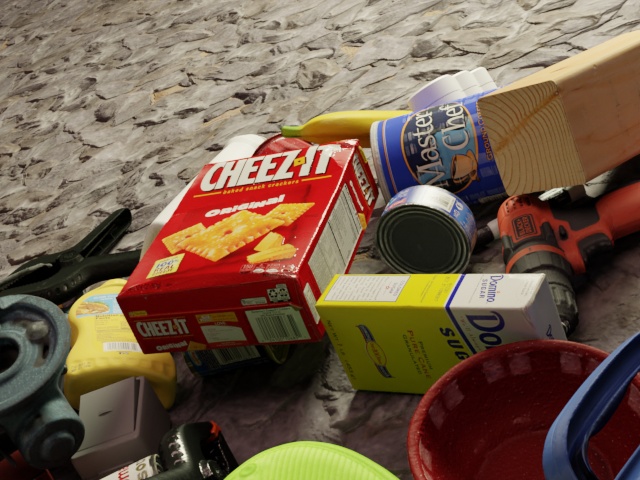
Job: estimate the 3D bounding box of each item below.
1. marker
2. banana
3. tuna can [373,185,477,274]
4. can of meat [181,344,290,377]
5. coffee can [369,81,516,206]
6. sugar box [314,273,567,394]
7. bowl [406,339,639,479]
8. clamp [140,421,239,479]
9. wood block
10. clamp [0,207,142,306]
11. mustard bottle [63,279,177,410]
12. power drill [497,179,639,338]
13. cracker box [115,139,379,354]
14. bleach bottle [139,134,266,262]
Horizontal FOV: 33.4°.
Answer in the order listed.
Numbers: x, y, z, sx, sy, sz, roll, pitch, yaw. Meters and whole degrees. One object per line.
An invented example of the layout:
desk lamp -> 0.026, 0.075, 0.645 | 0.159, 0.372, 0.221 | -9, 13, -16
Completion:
marker -> 0.180, -0.022, 0.954 | 0.121, 0.020, 0.020 | -27, 30, -4
banana -> 0.061, -0.116, 1.091 | 0.197, 0.037, 0.070 | -4, 19, -31
tuna can -> 0.092, -0.005, 0.926 | 0.086, 0.086, 0.033 | -6, 32, 29
can of meat -> -0.073, 0.071, 0.955 | 0.084, 0.057, 0.102 | -15, 31, 20
coffee can -> 0.129, -0.080, 1.002 | 0.140, 0.103, 0.102 | -15, 31, 17
sugar box -> 0.091, 0.072, 0.797 | 0.177, 0.093, 0.048 | -1, 38, 36
bowl -> 0.139, 0.139, 0.680 | 0.162, 0.055, 0.162 | -12, 37, 9
clamp -> -0.090, 0.173, 0.753 | 0.039, 0.120, 0.171 | -38, 25, 4
wood block -> 0.246, -0.119, 0.924 | 0.205, 0.090, 0.091 | -26, 11, -33
clamp -> -0.267, 0.026, 1.163 | 0.209, 0.036, 0.165 | -22, 27, -16
mustard bottle -> -0.188, 0.089, 0.994 | 0.096, 0.058, 0.192 | 2, 26, -13
power drill -> 0.236, -0.002, 0.844 | 0.188, 0.057, 0.184 | -18, 30, 11
cracker box -> -0.056, 0.001, 0.919 | 0.164, 0.072, 0.213 | -7, 33, 23
bleach bottle -> -0.108, -0.037, 1.130 | 0.068, 0.103, 0.250 | 21, 35, 7
